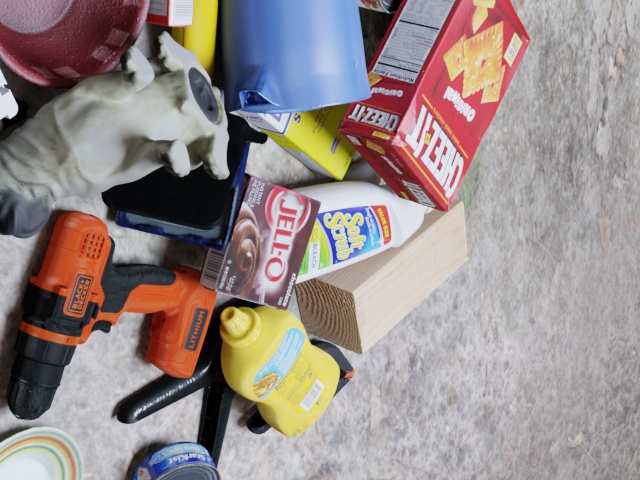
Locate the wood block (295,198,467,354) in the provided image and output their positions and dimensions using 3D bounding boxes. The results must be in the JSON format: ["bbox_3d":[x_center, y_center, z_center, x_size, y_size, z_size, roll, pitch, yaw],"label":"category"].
[{"bbox_3d":[0.073,0.029,1.234,0.205,0.091,0.090,-38,132,-36],"label":"wood block"}]

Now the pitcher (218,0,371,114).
[{"bbox_3d":[-0.027,-0.236,0.942,0.145,0.149,0.243,-8,102,-14],"label":"pitcher"}]

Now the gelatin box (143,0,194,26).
[{"bbox_3d":[-0.137,-0.226,0.884,0.030,0.073,0.089,-13,114,-48],"label":"gelatin box"}]

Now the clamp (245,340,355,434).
[{"bbox_3d":[-0.023,0.164,1.215,0.171,0.039,0.120,18,94,-52],"label":"clamp"}]

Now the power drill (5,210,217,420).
[{"bbox_3d":[-0.186,0.078,0.963,0.187,0.057,0.184,18,91,-52],"label":"power drill"}]

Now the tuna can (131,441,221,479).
[{"bbox_3d":[-0.146,0.243,1.074,0.086,0.034,0.086,-17,134,-19],"label":"tuna can"}]

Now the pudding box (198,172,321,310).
[{"bbox_3d":[-0.057,0.001,1.002,0.089,0.039,0.113,19,91,-40],"label":"pudding box"}]

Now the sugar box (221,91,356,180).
[{"bbox_3d":[-0.018,-0.140,1.089,0.176,0.048,0.093,35,78,-52],"label":"sugar box"}]

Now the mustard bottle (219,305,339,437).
[{"bbox_3d":[-0.050,0.121,1.083,0.096,0.058,0.191,-53,141,-14],"label":"mustard bottle"}]

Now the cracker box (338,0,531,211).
[{"bbox_3d":[0.122,-0.159,1.070,0.213,0.072,0.164,-64,147,-10],"label":"cracker box"}]

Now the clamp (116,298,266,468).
[{"bbox_3d":[-0.111,0.133,1.095,0.210,0.036,0.164,-60,142,-9],"label":"clamp"}]

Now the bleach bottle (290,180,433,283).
[{"bbox_3d":[0.022,-0.023,1.129,0.250,0.068,0.102,-18,120,-32],"label":"bleach bottle"}]

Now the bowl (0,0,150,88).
[{"bbox_3d":[-0.208,-0.201,0.822,0.161,0.055,0.162,-23,122,-44],"label":"bowl"}]

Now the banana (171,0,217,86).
[{"bbox_3d":[-0.107,-0.179,0.936,0.069,0.037,0.198,-68,167,-61],"label":"banana"}]
